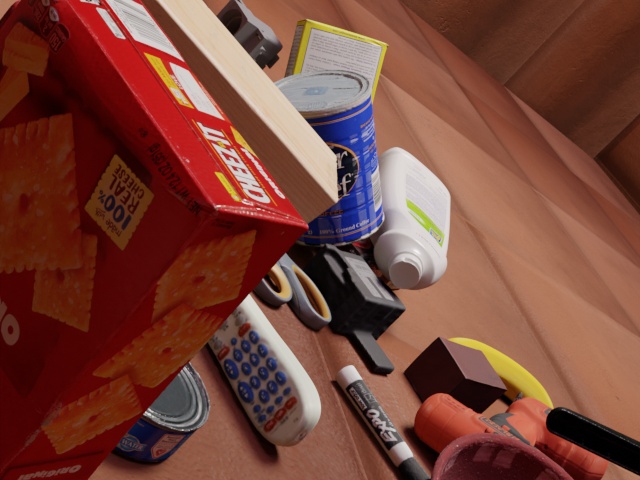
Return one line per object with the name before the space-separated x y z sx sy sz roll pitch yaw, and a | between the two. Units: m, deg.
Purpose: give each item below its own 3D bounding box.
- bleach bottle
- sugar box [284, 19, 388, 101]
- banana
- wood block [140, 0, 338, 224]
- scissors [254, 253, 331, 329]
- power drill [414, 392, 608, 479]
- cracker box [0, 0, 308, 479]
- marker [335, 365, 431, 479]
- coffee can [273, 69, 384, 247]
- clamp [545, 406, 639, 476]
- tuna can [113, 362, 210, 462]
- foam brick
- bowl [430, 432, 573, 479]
bleach bottle | 0.086 -0.016 1.105 0.102 0.068 0.250 39 20 -8
sugar box | 0.002 -0.130 1.101 0.093 0.176 0.048 13 8 -16
banana | 0.188 0.145 1.129 0.197 0.037 0.069 35 19 -24
wood block | -0.085 -0.094 0.790 0.206 0.091 0.090 47 19 -22
scissors | -0.056 0.001 0.971 0.096 0.016 0.202 16 32 -54
power drill | 0.191 0.193 0.936 0.185 0.057 0.187 34 11 29
cracker box | -0.130 0.008 0.495 0.072 0.214 0.164 12 36 -54
marker | 0.051 0.153 0.859 0.020 0.020 0.121 14 34 -55
coffee can | 0.004 -0.078 1.014 0.103 0.103 0.140 -99 -179 -61
clamp | 0.310 0.212 0.925 0.209 0.036 0.165 17 21 -36
tuna can | -0.110 0.090 0.640 0.086 0.034 0.086 38 19 -16
foam brick | 0.128 0.133 1.010 0.078 0.051 0.053 22 29 -47
bowl | 0.137 0.224 0.784 0.162 0.055 0.162 21 39 -18
